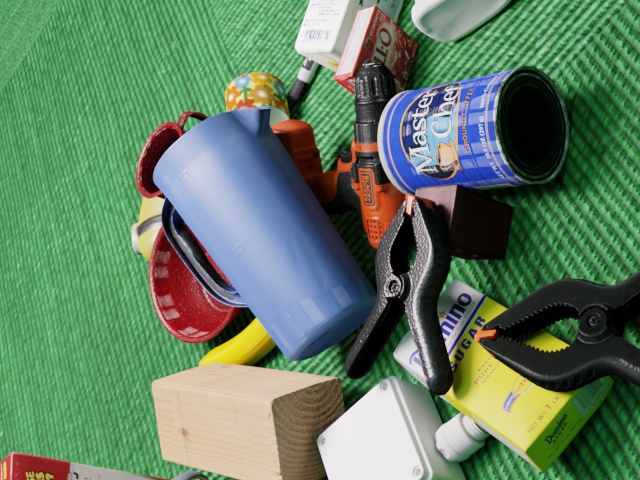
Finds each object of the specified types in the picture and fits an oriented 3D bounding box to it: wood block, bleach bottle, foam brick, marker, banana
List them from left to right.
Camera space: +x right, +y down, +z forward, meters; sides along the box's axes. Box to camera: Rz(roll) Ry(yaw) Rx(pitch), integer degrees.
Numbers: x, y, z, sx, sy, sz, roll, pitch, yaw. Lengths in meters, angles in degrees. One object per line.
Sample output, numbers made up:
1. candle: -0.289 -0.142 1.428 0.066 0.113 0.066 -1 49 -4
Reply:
1. wood block: -0.074 0.183 1.080 0.207 0.090 0.091 -1 99 49
2. banana: -0.070 0.099 1.177 0.198 0.037 0.069 -47 25 24
3. marker: -0.006 -0.216 1.247 0.020 0.020 0.121 38 104 50
4. bleach bottle: 0.134 -0.332 1.102 0.103 0.068 0.251 -31 50 38
5. foam brick: 0.126 -0.015 0.960 0.053 0.078 0.051 -3 74 50

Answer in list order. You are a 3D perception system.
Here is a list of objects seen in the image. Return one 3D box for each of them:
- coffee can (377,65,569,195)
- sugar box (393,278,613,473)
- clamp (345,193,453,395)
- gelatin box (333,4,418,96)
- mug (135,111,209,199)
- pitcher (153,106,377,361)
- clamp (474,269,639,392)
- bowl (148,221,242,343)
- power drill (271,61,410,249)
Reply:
1. coffee can: 0.136 -0.095 0.961 0.141 0.102 0.103 -4 71 49
2. sugar box: 0.147 0.106 0.890 0.093 0.048 0.176 -49 41 -8
3. clamp: 0.080 0.049 0.906 0.120 0.039 0.171 15 95 45
4. gelatin box: 0.059 -0.185 1.103 0.030 0.073 0.089 -5 59 47
5. mug: -0.155 -0.094 1.256 0.093 0.081 0.117 3 77 50
6. pitcher: -0.057 0.001 1.069 0.145 0.149 0.243 -31 76 -13
7. clamp: 0.216 0.076 0.798 0.210 0.036 0.164 -16 49 30
8. bowl: -0.129 0.038 1.237 0.162 0.055 0.162 -3 85 43
9. power drill: 0.020 -0.086 1.086 0.188 0.057 0.184 9 108 55
